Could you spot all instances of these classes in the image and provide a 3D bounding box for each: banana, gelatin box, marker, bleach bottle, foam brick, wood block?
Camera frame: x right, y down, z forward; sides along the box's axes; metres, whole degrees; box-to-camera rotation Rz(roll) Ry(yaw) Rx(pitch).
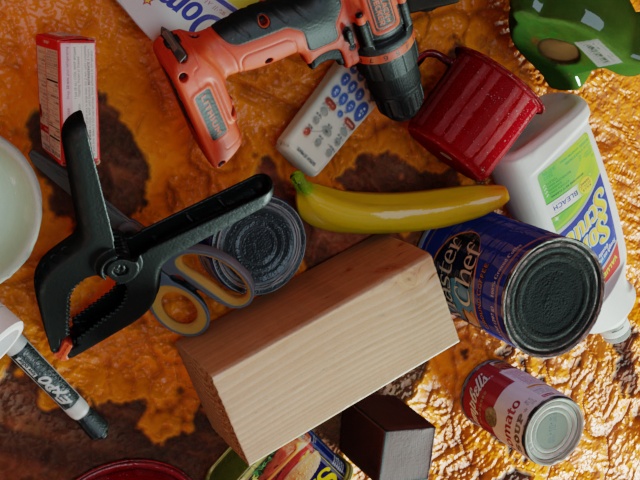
[{"bbox_3d":[0.060,-0.028,0.900,0.197,0.070,0.037,1,74,-20],"label":"banana"},{"bbox_3d":[-0.180,-0.102,0.763,0.030,0.073,0.089,-6,105,-24],"label":"gelatin box"},{"bbox_3d":[-0.207,0.114,0.834,0.020,0.020,0.121,-42,116,-11],"label":"marker"},{"bbox_3d":[0.242,-0.008,0.998,0.102,0.068,0.250,-39,118,-14],"label":"bleach bottle"},{"bbox_3d":[0.058,0.175,0.945,0.051,0.078,0.053,0,105,-26],"label":"foam brick"},{"bbox_3d":[-0.002,0.084,0.886,0.205,0.090,0.091,-28,113,-18],"label":"wood block"}]

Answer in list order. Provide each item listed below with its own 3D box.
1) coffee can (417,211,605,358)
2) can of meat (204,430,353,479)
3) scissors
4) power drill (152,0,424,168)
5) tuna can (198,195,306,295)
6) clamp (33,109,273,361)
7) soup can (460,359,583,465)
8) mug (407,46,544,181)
[{"bbox_3d":[0.160,0.032,0.922,0.102,0.140,0.103,-6,105,-24],"label":"coffee can"},{"bbox_3d":[-0.036,0.203,0.919,0.102,0.058,0.084,-46,114,-9],"label":"can of meat"},{"bbox_3d":[-0.149,0.011,0.834,0.201,0.016,0.096,26,121,-9],"label":"scissors"},{"bbox_3d":[-0.016,-0.131,0.796,0.187,0.057,0.184,-30,132,-7],"label":"power drill"},{"bbox_3d":[-0.056,0.001,0.871,0.086,0.034,0.086,-6,105,-24],"label":"tuna can"},{"bbox_3d":[-0.139,0.008,0.785,0.164,0.036,0.210,11,125,-30],"label":"clamp"},{"bbox_3d":[0.186,0.158,0.988,0.068,0.102,0.068,-7,106,-24],"label":"soup can"},{"bbox_3d":[0.119,-0.111,0.902,0.117,0.093,0.081,37,90,-8],"label":"mug"}]
